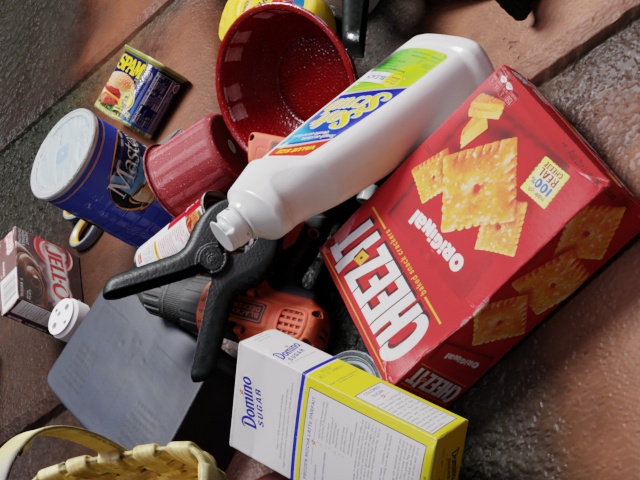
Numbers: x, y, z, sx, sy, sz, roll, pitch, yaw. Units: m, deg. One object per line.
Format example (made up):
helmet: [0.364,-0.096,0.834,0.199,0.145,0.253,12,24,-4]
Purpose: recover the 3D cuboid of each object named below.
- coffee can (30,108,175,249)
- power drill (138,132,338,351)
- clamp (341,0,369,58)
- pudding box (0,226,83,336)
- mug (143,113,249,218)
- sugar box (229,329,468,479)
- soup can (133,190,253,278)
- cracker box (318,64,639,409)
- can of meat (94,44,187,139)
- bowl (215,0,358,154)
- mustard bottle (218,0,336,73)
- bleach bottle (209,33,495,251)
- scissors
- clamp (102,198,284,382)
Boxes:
coffee can: [-0.215,-0.060,1.119,0.103,0.140,0.103,-26,49,34]
power drill: [-0.056,0.001,0.941,0.185,0.057,0.187,13,75,22]
clamp: [0.038,-0.234,0.963,0.164,0.036,0.210,-32,46,-25]
pudding box: [-0.312,0.048,1.191,0.039,0.089,0.113,-39,43,25]
mug: [-0.113,-0.079,1.077,0.082,0.093,0.117,-29,11,25]
sugar box: [0.015,0.137,0.760,0.176,0.048,0.093,24,117,35]
soup can: [-0.124,0.007,1.037,0.102,0.068,0.068,-37,44,25]
cracker box: [0.111,-0.004,0.794,0.214,0.072,0.164,-45,41,17]
can of meat: [-0.214,-0.175,1.259,0.102,0.057,0.084,34,94,52]
bowl: [-0.020,-0.145,1.000,0.162,0.055,0.162,13,114,32]
mustard bottle: [-0.035,-0.211,1.092,0.096,0.058,0.192,-54,40,8]
bleach bottle: [0.022,-0.073,0.854,0.250,0.068,0.103,-38,31,-19]
scissors: [-0.232,-0.052,1.231,0.202,0.016,0.096,-23,52,35]
clamp: [-0.097,0.019,0.889,0.120,0.039,0.171,32,77,10]
